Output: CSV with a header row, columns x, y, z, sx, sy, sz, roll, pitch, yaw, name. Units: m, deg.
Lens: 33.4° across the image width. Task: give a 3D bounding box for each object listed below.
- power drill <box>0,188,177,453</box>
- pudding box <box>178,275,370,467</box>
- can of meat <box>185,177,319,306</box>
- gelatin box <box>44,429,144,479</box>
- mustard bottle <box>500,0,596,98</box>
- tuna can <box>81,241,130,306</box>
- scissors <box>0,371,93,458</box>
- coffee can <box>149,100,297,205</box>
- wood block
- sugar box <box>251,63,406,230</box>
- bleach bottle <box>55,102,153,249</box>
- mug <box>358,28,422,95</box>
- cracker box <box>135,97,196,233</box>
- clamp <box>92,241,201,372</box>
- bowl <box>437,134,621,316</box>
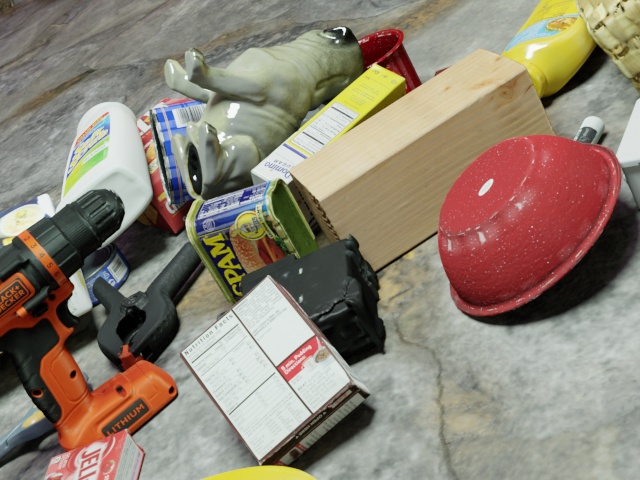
x,y,z,sx,sy,sz,roll,pitch,yaw,name
-0.198,0.073,0.868,0.184,0.187,0.057,-39,26,-13,power drill
-0.034,0.094,0.759,0.090,0.039,0.114,-41,59,0,pudding box
-0.056,0.001,0.944,0.084,0.102,0.057,-16,30,22,can of meat
-0.179,0.192,0.818,0.073,0.030,0.089,-23,28,15,gelatin box
0.225,-0.190,1.031,0.096,0.058,0.191,-10,32,47,mustard bottle
-0.249,0.038,1.151,0.086,0.033,0.086,-24,27,13,tuna can
-0.281,0.178,0.962,0.202,0.016,0.096,-34,13,13,scissors
-0.099,-0.100,1.111,0.140,0.103,0.103,-12,24,-11,coffee can
0.089,-0.070,0.928,0.206,0.090,0.090,-33,27,-4,wood block
0.013,-0.081,1.019,0.048,0.093,0.176,30,62,27,sugar box
-0.244,-0.090,1.188,0.102,0.068,0.251,-41,29,8,bleach bottle
0.067,-0.161,1.116,0.093,0.081,0.117,-35,27,-10,mug
-0.177,-0.096,1.264,0.164,0.072,0.214,-44,29,-20,cracker box
-0.181,0.069,1.022,0.120,0.039,0.171,-21,28,21,clamp
0.139,-0.024,0.785,0.162,0.055,0.162,-42,22,21,bowl
